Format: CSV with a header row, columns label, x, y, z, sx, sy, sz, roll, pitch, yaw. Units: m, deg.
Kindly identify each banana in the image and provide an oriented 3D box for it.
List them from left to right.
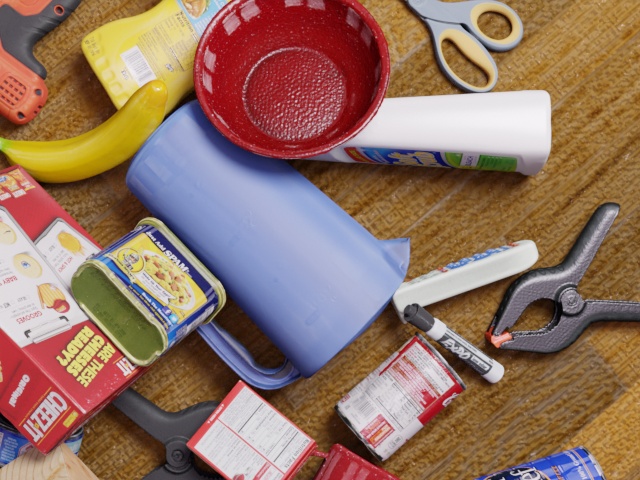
label,x,y,z,sx,sy,sz,roll,pitch,yaw
banana,-0.202,-0.086,0.926,0.198,0.069,0.037,-14,53,25

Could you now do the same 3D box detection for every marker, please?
label,x,y,z,sx,sy,sz,roll,pitch,yaw
marker,0.119,0.092,0.962,0.121,0.020,0.020,36,87,-26

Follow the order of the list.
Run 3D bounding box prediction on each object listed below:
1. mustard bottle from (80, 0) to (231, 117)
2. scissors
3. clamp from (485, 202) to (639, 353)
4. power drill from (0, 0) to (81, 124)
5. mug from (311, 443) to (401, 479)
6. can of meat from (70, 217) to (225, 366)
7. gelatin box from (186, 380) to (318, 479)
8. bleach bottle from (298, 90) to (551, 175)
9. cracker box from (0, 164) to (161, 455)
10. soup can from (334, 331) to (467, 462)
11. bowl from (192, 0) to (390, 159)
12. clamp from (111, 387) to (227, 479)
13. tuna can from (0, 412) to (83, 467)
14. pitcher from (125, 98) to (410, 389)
label,x,y,z,sx,sy,sz,roll,pitch,yaw
mustard bottle,-0.109,-0.183,0.954,0.191,0.058,0.096,-31,95,-3
scissors,0.110,-0.228,0.991,0.096,0.016,0.202,-36,91,-5
clamp,0.237,0.059,0.983,0.171,0.039,0.120,-38,87,3
power drill,-0.283,-0.224,0.946,0.184,0.057,0.187,37,90,-6
mug,0.017,0.227,0.942,0.117,0.093,0.081,30,83,-2
can of meat,-0.142,0.042,0.875,0.102,0.083,0.058,46,128,3
gelatin box,-0.058,0.177,0.922,0.089,0.030,0.073,37,79,15
bleach bottle,0.074,-0.096,0.955,0.251,0.102,0.068,0,83,5
cracker box,-0.241,0.051,0.882,0.214,0.164,0.072,45,118,2
soup can,0.071,0.140,0.956,0.102,0.068,0.068,-41,92,-3
bowl,-0.023,-0.133,0.889,0.162,0.055,0.162,-1,72,2
clamp,-0.132,0.181,0.958,0.210,0.036,0.164,-5,89,-1
tuna can,-0.247,0.167,0.909,0.086,0.086,0.034,16,96,-3
pitcher,-0.056,0.001,0.925,0.243,0.145,0.149,43,54,2
